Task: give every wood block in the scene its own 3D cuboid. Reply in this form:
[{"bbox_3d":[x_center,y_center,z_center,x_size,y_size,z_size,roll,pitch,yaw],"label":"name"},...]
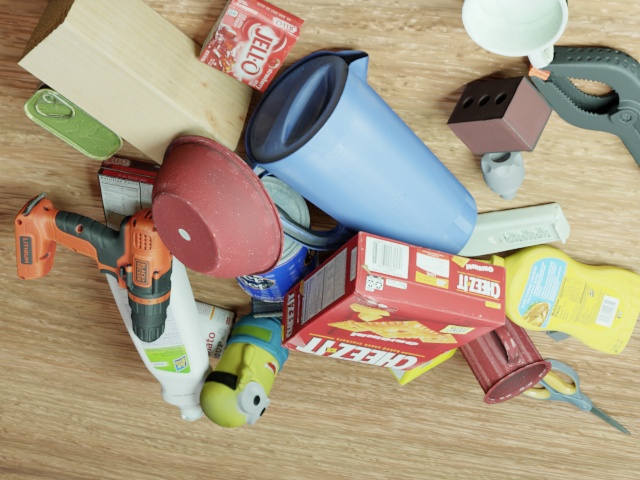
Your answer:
[{"bbox_3d":[-0.178,-0.162,1.055,0.205,0.090,0.091,36,138,-27],"label":"wood block"}]

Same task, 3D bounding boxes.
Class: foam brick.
[{"bbox_3d":[0.170,-0.118,1.012,0.051,0.053,0.078,39,159,-30],"label":"foam brick"}]

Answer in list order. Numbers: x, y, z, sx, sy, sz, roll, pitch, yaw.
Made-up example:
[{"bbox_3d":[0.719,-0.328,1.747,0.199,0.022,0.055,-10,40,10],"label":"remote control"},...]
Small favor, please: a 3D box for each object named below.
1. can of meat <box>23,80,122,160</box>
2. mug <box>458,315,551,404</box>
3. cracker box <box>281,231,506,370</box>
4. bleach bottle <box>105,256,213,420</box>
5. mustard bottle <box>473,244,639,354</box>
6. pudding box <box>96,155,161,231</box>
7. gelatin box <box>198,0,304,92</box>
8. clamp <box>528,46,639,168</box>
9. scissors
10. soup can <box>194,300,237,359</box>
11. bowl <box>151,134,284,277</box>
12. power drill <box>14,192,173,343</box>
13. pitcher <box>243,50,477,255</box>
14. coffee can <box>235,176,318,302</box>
[{"bbox_3d":[-0.242,-0.147,1.100,0.102,0.084,0.058,34,139,-25],"label":"can of meat"},{"bbox_3d":[0.220,0.136,1.295,0.093,0.081,0.117,-26,153,-4],"label":"mug"},{"bbox_3d":[0.070,0.072,1.119,0.164,0.072,0.214,13,156,-18],"label":"cracker box"},{"bbox_3d":[-0.202,0.118,1.365,0.103,0.068,0.251,-4,114,19],"label":"bleach bottle"},{"bbox_3d":[0.260,0.057,1.204,0.191,0.058,0.096,17,99,-3],"label":"mustard bottle"},{"bbox_3d":[-0.211,-0.047,1.259,0.090,0.039,0.113,13,141,6],"label":"pudding box"},{"bbox_3d":[-0.068,-0.192,1.030,0.073,0.030,0.089,25,142,-15],"label":"gelatin box"},{"bbox_3d":[0.288,-0.120,1.004,0.210,0.036,0.165,19,145,-3],"label":"clamp"},{"bbox_3d":[0.337,0.221,1.450,0.096,0.016,0.201,-14,135,35],"label":"scissors"},{"bbox_3d":[-0.170,0.116,1.434,0.102,0.068,0.069,16,143,-4],"label":"soup can"},{"bbox_3d":[-0.114,-0.020,1.042,0.162,0.055,0.162,28,139,27],"label":"bowl"},{"bbox_3d":[-0.265,0.029,1.268,0.188,0.057,0.184,13,123,8],"label":"power drill"},{"bbox_3d":[0.042,-0.062,1.079,0.149,0.145,0.242,-16,137,41],"label":"pitcher"},{"bbox_3d":[-0.058,0.001,1.180,0.103,0.103,0.140,8,162,7],"label":"coffee can"}]
